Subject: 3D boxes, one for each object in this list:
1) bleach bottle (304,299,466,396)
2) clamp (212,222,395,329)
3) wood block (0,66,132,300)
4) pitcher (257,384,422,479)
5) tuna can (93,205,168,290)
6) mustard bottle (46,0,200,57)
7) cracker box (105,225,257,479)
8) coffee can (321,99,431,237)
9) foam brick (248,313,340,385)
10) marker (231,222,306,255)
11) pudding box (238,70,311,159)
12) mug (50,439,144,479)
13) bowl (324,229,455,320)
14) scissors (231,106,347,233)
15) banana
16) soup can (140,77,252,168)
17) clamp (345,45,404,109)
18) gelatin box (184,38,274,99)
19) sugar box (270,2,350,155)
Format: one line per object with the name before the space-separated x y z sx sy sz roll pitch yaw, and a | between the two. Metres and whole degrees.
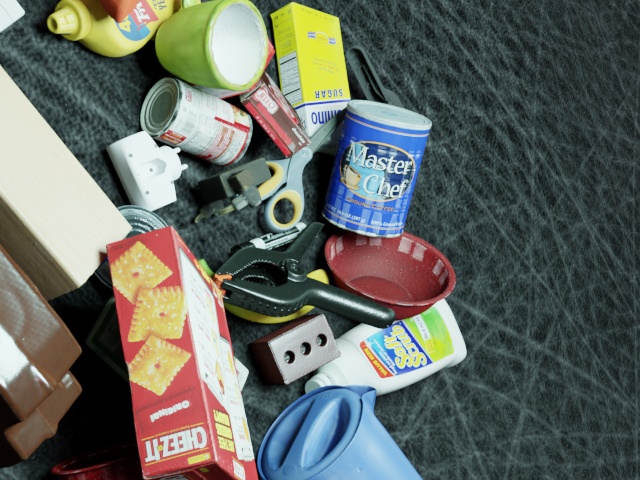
bleach bottle | 0.074 0.144 1.274 0.250 0.068 0.102 -23 91 -48
clamp | -0.025 0.048 1.142 0.209 0.036 0.165 -10 47 -46
wood block | -0.276 -0.052 0.933 0.206 0.090 0.090 53 43 -19
pitcher | 0.044 0.286 1.144 0.242 0.149 0.145 52 28 -26
tuna can | -0.183 0.009 1.041 0.086 0.034 0.086 22 49 -28
mustard bottle | -0.209 -0.243 1.111 0.191 0.058 0.096 -32 104 -49
cracker box | -0.122 0.119 0.950 0.164 0.072 0.214 66 9 -65
coffee can | 0.066 -0.086 1.276 0.102 0.103 0.140 -7 117 -50
foam brick | -0.027 0.118 1.158 0.078 0.051 0.053 -26 95 -29
marker | -0.058 0.001 1.214 0.120 0.020 0.020 -21 91 -50
pudding box | -0.058 -0.152 1.217 0.090 0.039 0.113 51 6 -27
mug | -0.179 0.226 0.944 0.117 0.093 0.081 -30 106 -86
bowl | 0.077 0.048 1.283 0.162 0.055 0.162 11 33 -7
scissors | -0.016 -0.079 1.246 0.201 0.016 0.096 -30 90 -31
banana | -0.052 0.058 1.183 0.197 0.037 0.069 8 69 -47
soup can | -0.133 -0.125 1.142 0.102 0.069 0.068 21 60 -42
clamp | 0.078 -0.163 1.390 0.171 0.039 0.120 41 48 -49
gelatin box | -0.102 -0.189 1.184 0.030 0.089 0.073 56 42 -31
sugar box | -0.008 -0.200 1.331 0.093 0.048 0.176 4 71 -48
